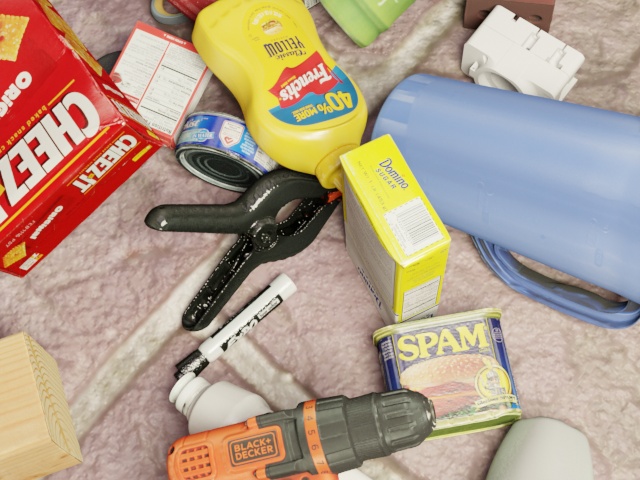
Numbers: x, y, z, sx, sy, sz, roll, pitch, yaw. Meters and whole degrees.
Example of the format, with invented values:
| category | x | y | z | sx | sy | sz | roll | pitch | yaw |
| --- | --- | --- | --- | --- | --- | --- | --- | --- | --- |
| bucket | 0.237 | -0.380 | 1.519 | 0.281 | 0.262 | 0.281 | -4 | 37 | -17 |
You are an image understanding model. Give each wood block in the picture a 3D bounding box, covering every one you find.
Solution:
| category | x | y | z | sx | sy | sz | roll | pitch | yaw |
| --- | --- | --- | --- | --- | --- | --- | --- | --- | --- |
| wood block | -0.299 | 0.154 | 0.804 | 0.206 | 0.090 | 0.091 | -20 | 68 | -4 |

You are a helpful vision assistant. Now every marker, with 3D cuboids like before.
| category | x | y | z | sx | sy | sz | roll | pitch | yaw |
| --- | --- | --- | --- | --- | --- | --- | --- | --- | --- |
| marker | -0.070 | 0.072 | 0.860 | 0.121 | 0.020 | 0.020 | -41 | 72 | -12 |

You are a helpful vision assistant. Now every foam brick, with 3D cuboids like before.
| category | x | y | z | sx | sy | sz | roll | pitch | yaw |
| --- | --- | --- | --- | --- | --- | --- | --- | --- | --- |
| foam brick | 0.169 | -0.218 | 0.944 | 0.078 | 0.053 | 0.051 | 7 | 69 | 7 |

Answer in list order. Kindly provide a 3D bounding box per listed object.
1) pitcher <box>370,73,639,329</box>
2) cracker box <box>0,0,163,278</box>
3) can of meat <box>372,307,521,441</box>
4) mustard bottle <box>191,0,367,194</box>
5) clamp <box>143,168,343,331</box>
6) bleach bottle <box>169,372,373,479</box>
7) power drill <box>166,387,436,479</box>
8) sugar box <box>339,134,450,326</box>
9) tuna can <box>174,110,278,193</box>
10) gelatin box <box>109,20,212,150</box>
| category | x | y | z | sx | sy | sz | roll | pitch | yaw |
| --- | --- | --- | --- | --- | --- | --- | --- | --- | --- |
| pitcher | 0.162 | -0.040 | 0.820 | 0.243 | 0.144 | 0.149 | 20 | 82 | 29 |
| cracker box | -0.256 | -0.105 | 0.865 | 0.164 | 0.072 | 0.214 | -42 | 68 | 7 |
| can of meat | 0.097 | 0.105 | 0.818 | 0.102 | 0.057 | 0.084 | -10 | 70 | -1 |
| mustard bottle | -0.018 | -0.112 | 0.844 | 0.096 | 0.058 | 0.192 | -20 | 68 | -29 |
| clamp | -0.056 | 0.001 | 0.861 | 0.171 | 0.120 | 0.039 | -21 | 42 | -23 |
| bleach bottle | -0.010 | 0.183 | 0.781 | 0.251 | 0.102 | 0.068 | 34 | 63 | 21 |
| power drill | 0.000 | 0.197 | 0.690 | 0.184 | 0.057 | 0.187 | -15 | 69 | 11 |
| sugar box | 0.054 | 0.003 | 0.796 | 0.048 | 0.176 | 0.093 | -26 | 70 | -5 |
| tuna can | -0.076 | -0.071 | 0.882 | 0.086 | 0.086 | 0.033 | 16 | 72 | 9 |
| gelatin box | -0.139 | -0.130 | 0.901 | 0.073 | 0.030 | 0.089 | 23 | 76 | 4 |
